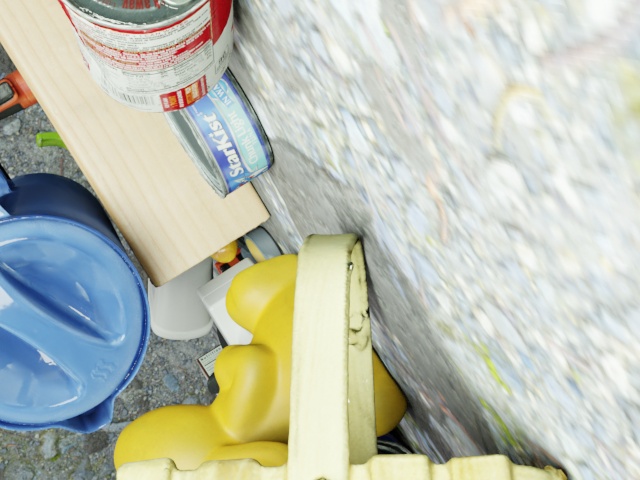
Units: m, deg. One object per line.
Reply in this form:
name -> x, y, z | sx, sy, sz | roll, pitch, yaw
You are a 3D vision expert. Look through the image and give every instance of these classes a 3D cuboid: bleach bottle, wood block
bleach bottle -> -0.127, 0.016, 0.992 | 0.251, 0.068, 0.102 | 115, 152, -70
wood block -> -0.130, -0.081, 0.718 | 0.206, 0.090, 0.091 | 59, 172, -10

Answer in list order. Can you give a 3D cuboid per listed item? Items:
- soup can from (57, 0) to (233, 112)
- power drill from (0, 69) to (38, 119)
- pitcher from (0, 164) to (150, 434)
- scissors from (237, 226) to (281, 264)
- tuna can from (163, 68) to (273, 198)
soup can -> -0.067, -0.095, 0.413 | 0.068, 0.068, 0.102 | 57, 171, 7
power drill -> -0.272, -0.141, 0.957 | 0.057, 0.187, 0.184 | 60, 172, -7
pitcher -> -0.196, 0.015, 0.730 | 0.144, 0.149, 0.243 | 17, -171, -17
scissors -> -0.055, 0.001, 0.830 | 0.202, 0.016, 0.096 | 48, 165, 46
tuna can -> -0.061, -0.067, 0.578 | 0.086, 0.033, 0.086 | 56, 170, 14
